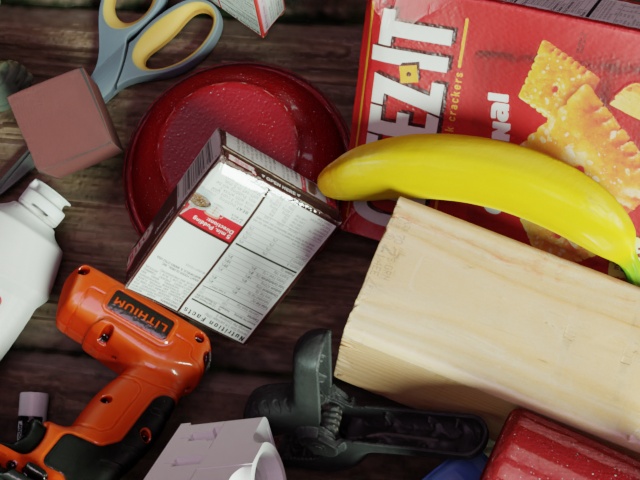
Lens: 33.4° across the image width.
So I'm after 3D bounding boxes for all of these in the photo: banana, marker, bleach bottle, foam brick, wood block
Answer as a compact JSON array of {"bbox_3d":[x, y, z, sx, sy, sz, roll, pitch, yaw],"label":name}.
[{"bbox_3d":[0.089,-0.026,0.593,0.198,0.037,0.070,19,123,17],"label":"banana"},{"bbox_3d":[-0.189,0.159,0.685,0.020,0.020,0.121,1,77,5],"label":"marker"},{"bbox_3d":[-0.259,0.061,0.692,0.102,0.068,0.250,36,80,7],"label":"bleach bottle"},{"bbox_3d":[-0.164,-0.074,0.694,0.051,0.078,0.053,-22,91,-5],"label":"foam brick"},{"bbox_3d":[0.120,0.065,0.601,0.206,0.091,0.090,22,68,6],"label":"wood block"}]

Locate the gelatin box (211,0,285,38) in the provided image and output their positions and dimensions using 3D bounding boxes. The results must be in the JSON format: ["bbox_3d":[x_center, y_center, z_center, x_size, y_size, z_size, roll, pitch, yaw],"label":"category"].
[{"bbox_3d":[-0.062,-0.184,0.718,0.073,0.089,0.030,36,81,11],"label":"gelatin box"}]

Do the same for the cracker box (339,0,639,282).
[{"bbox_3d":[0.126,-0.060,0.625,0.214,0.072,0.164,16,119,17],"label":"cracker box"}]

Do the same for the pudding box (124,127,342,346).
[{"bbox_3d":[-0.054,0.001,0.654,0.090,0.039,0.114,28,117,-22],"label":"pudding box"}]

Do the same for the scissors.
[{"bbox_3d":[-0.164,-0.120,0.748,0.201,0.016,0.096,-32,77,-3],"label":"scissors"}]

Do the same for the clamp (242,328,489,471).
[{"bbox_3d":[0.015,0.107,0.617,0.120,0.172,0.039,32,61,-7],"label":"clamp"}]

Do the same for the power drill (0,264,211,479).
[{"bbox_3d":[-0.160,0.104,0.622,0.184,0.057,0.187,31,49,-5],"label":"power drill"}]

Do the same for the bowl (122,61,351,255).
[{"bbox_3d":[-0.057,-0.052,0.705,0.162,0.055,0.162,-1,77,4],"label":"bowl"}]
